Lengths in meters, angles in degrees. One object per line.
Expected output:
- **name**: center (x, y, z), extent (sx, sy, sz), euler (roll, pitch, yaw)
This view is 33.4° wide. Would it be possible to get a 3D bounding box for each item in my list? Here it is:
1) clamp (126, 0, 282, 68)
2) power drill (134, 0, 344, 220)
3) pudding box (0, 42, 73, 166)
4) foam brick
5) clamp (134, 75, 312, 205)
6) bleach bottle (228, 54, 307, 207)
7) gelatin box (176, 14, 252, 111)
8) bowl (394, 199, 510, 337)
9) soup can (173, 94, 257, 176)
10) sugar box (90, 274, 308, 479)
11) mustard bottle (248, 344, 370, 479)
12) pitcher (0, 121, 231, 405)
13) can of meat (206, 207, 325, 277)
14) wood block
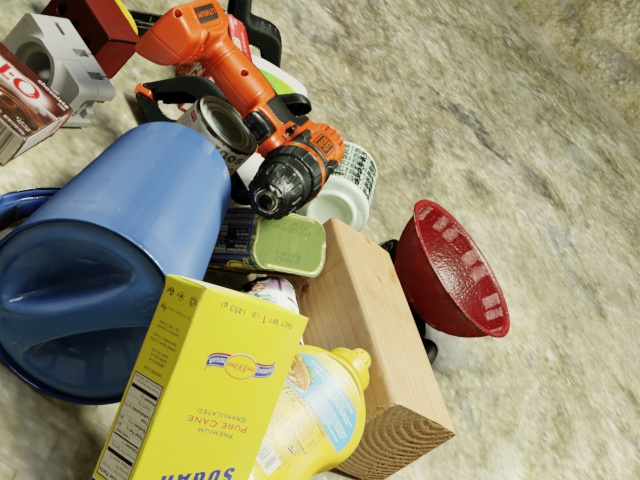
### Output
- **clamp**: center (-0.095, -0.230, 1.151), extent (0.209, 0.165, 0.036), euler (32, 37, -51)
- **power drill**: center (-0.064, -0.107, 0.873), extent (0.187, 0.057, 0.184), euler (50, 21, -5)
- **pudding box**: center (-0.261, -0.118, 0.836), extent (0.113, 0.039, 0.090), euler (45, 25, -7)
- **foam brick**: center (-0.217, -0.199, 1.007), extent (0.078, 0.053, 0.051), euler (55, 26, 15)
- **clamp**: center (-0.105, -0.101, 1.000), extent (0.039, 0.172, 0.120), euler (69, 40, -57)
- **bleach bottle**: center (-0.065, -0.093, 1.089), extent (0.102, 0.068, 0.251), euler (30, 32, -22)
- **gelatin box**: center (-0.111, -0.180, 1.105), extent (0.030, 0.089, 0.073), euler (30, 31, -33)
- **bowl**: center (0.124, 0.040, 1.081), extent (0.162, 0.055, 0.162), euler (43, 26, -28)
- **soup can**: center (-0.112, -0.070, 0.932), extent (0.068, 0.102, 0.068), euler (37, 27, -23)
- **sugar box**: center (-0.079, 0.115, 0.653), extent (0.048, 0.176, 0.093), euler (16, -3, 46)
- **mustard bottle**: center (-0.021, 0.131, 0.784), extent (0.096, 0.058, 0.191), euler (51, 44, 4)
- **pitcher**: center (-0.149, -0.003, 0.770), extent (0.149, 0.145, 0.242), euler (54, 19, -17)
- **can of meat**: center (-0.056, 0.001, 0.924), extent (0.101, 0.084, 0.057), euler (12, 81, -52)
- **wood block**: center (0.030, 0.093, 0.934), extent (0.090, 0.091, 0.206), euler (33, 29, -42)
